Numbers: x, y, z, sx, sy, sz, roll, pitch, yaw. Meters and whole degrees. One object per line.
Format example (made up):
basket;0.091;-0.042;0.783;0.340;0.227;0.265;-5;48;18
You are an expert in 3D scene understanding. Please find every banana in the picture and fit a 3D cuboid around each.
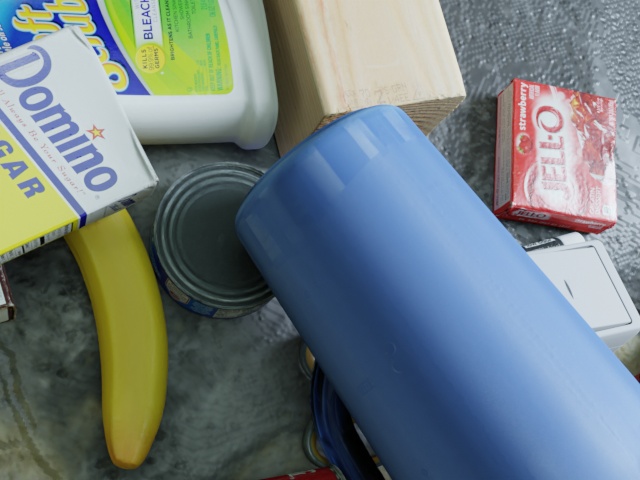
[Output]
banana;-0.122;0.022;0.578;0.069;0.037;0.198;-25;86;-29

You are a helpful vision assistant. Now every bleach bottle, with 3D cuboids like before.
bleach bottle;-0.155;-0.094;0.593;0.250;0.068;0.102;-6;77;-14

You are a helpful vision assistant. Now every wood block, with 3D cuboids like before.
wood block;0.005;-0.158;0.640;0.090;0.091;0.206;-10;77;-19

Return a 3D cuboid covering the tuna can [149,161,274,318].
tuna can;-0.054;0.001;0.608;0.086;0.034;0.086;4;73;-14

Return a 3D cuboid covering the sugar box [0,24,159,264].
sugar box;-0.178;-0.030;0.524;0.176;0.048;0.093;-27;89;-13

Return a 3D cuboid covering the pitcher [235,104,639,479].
pitcher;0.059;0.061;0.537;0.149;0.145;0.243;-35;80;-9

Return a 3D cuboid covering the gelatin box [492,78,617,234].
gelatin box;0.150;-0.053;0.682;0.073;0.030;0.089;9;72;-13
